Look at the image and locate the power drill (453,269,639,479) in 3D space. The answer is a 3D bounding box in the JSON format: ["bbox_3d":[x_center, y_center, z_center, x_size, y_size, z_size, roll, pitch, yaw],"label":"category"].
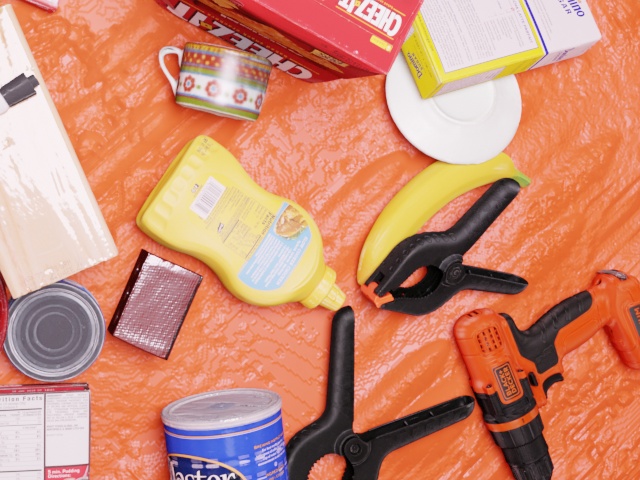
[{"bbox_3d":[0.234,0.124,1.016,0.187,0.057,0.184,-25,101,-13],"label":"power drill"}]

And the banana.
[{"bbox_3d":[0.106,-0.033,0.977,0.197,0.037,0.069,-31,102,-12],"label":"banana"}]

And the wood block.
[{"bbox_3d":[-0.244,-0.069,0.844,0.090,0.091,0.206,-24,100,-13],"label":"wood block"}]

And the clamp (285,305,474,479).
[{"bbox_3d":[0.037,0.185,0.974,0.164,0.036,0.210,30,88,-16],"label":"clamp"}]

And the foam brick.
[{"bbox_3d":[-0.141,0.053,0.904,0.051,0.053,0.078,24,86,-17],"label":"foam brick"}]

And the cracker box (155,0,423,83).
[{"bbox_3d":[-0.036,-0.188,0.832,0.164,0.214,0.072,26,88,-16],"label":"cracker box"}]

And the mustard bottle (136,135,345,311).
[{"bbox_3d":[-0.056,0.001,0.921,0.191,0.058,0.096,36,72,-16],"label":"mustard bottle"}]

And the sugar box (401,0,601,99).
[{"bbox_3d":[0.156,-0.193,0.955,0.176,0.048,0.093,-17,81,-24],"label":"sugar box"}]

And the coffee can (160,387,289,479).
[{"bbox_3d":[-0.077,0.207,0.908,0.102,0.103,0.140,-8,97,-16],"label":"coffee can"}]

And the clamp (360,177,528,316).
[{"bbox_3d":[0.121,0.028,0.973,0.171,0.039,0.120,-28,117,-11],"label":"clamp"}]

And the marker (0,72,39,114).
[{"bbox_3d":[-0.260,-0.087,0.780,0.121,0.020,0.020,-34,103,-11],"label":"marker"}]

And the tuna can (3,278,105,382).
[{"bbox_3d":[-0.223,0.074,0.891,0.086,0.034,0.086,-1,95,-16],"label":"tuna can"}]

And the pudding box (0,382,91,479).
[{"bbox_3d":[-0.238,0.177,0.893,0.090,0.039,0.113,0,92,-16],"label":"pudding box"}]
